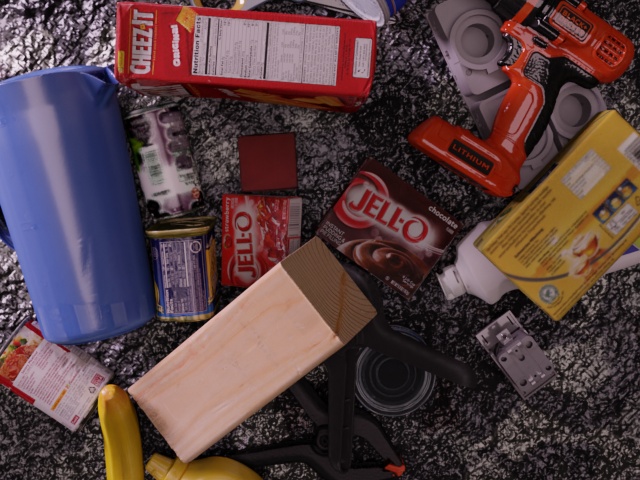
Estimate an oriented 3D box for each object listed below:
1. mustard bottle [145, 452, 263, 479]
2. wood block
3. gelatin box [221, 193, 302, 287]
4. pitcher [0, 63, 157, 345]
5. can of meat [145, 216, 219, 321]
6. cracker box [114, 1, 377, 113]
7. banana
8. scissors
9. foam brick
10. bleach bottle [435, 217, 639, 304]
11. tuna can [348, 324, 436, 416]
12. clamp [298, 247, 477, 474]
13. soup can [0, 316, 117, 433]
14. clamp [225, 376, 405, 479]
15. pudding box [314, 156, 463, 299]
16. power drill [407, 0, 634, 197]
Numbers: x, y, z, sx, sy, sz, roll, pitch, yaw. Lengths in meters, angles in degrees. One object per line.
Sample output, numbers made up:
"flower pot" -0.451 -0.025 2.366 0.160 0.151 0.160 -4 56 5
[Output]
"mustard bottle" -0.084 0.263 1.027 0.191 0.058 0.096 34 117 -3
"wood block" -0.062 0.100 0.958 0.206 0.090 0.090 -39 88 26
"gelatin box" -0.057 0.001 1.006 0.073 0.030 0.089 4 95 27
"pitcher" -0.235 -0.033 0.973 0.144 0.149 0.243 -15 99 -16
"can of meat" -0.124 0.025 0.987 0.057 0.102 0.084 -4 98 1
"cracker box" -0.064 -0.156 0.940 0.213 0.164 0.072 4 93 -2
"banana" -0.186 0.209 1.006 0.037 0.069 0.198 -3 114 -8
"scissors" -0.037 -0.222 1.010 0.201 0.016 0.096 32 95 -4
"foam brick" -0.048 -0.074 0.991 0.053 0.078 0.051 -3 97 -2
"bleach bottle" 0.234 0.002 1.016 0.251 0.068 0.102 -23 94 3
"tuna can" 0.069 0.126 1.034 0.086 0.034 0.086 0 95 -2
"clamp" 0.025 0.101 0.998 0.165 0.036 0.210 -44 70 16
"soup can" -0.253 0.127 1.008 0.102 0.068 0.068 34 93 -5
"clamp" -0.005 0.198 1.037 0.171 0.039 0.120 31 100 3
"pudding box" 0.064 -0.012 1.019 0.113 0.039 0.090 35 92 -5
"power drill" 0.157 -0.147 0.939 0.184 0.057 0.188 33 93 -4
